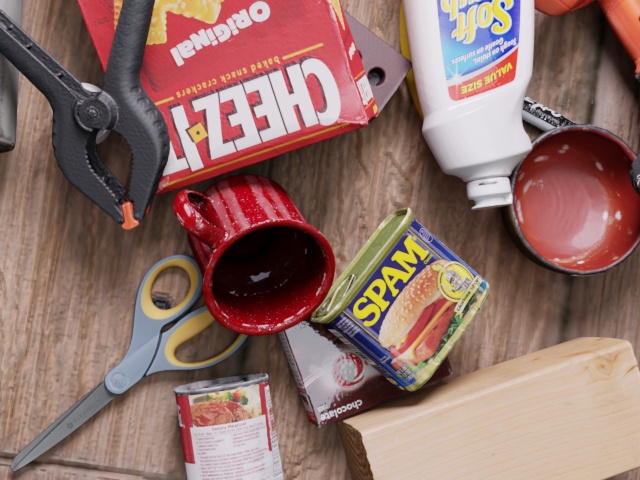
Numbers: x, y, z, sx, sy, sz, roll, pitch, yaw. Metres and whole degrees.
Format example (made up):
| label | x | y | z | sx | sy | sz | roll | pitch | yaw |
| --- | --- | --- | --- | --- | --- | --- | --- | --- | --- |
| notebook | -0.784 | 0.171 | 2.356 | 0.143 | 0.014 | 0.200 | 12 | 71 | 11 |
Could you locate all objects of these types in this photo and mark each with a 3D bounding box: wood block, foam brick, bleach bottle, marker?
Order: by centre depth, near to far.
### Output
| label | x | y | z | sx | sy | sz | roll | pitch | yaw |
| --- | --- | --- | --- | --- | --- | --- | --- | --- | --- |
| bleach bottle | 0.113 | -0.149 | 0.763 | 0.102 | 0.068 | 0.251 | -7 | 87 | -11 |
| wood block | 0.127 | 0.144 | 0.778 | 0.206 | 0.090 | 0.091 | -17 | 90 | -11 |
| foam brick | 0.019 | -0.130 | 0.794 | 0.078 | 0.051 | 0.053 | 35 | 82 | -6 |
| marker | 0.168 | -0.098 | 0.833 | 0.121 | 0.020 | 0.020 | 27 | 83 | -7 |

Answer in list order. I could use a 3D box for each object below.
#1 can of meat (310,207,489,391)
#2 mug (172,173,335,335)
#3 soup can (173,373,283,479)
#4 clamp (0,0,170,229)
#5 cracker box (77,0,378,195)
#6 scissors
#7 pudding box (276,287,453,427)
| label | x | y | z | sx | sy | sz | roll | pitch | yaw |
| --- | --- | --- | --- | --- | --- | --- | --- | --- | --- |
| can of meat | 0.058 | 0.043 | 0.750 | 0.084 | 0.057 | 0.102 | 40 | 78 | -9 |
| mug | -0.055 | 0.001 | 0.740 | 0.117 | 0.081 | 0.093 | 29 | 107 | -34 |
| soup can | -0.063 | 0.150 | 0.757 | 0.068 | 0.068 | 0.102 | -8 | 89 | -10 |
| clamp | -0.137 | -0.094 | 0.698 | 0.120 | 0.039 | 0.171 | -18 | 108 | 19 |
| cracker box | -0.073 | -0.157 | 0.726 | 0.164 | 0.072 | 0.213 | -17 | 100 | 13 |
| scissors | -0.148 | 0.080 | 0.773 | 0.201 | 0.016 | 0.096 | -24 | 89 | -10 |
| pudding box | 0.031 | 0.076 | 0.791 | 0.113 | 0.039 | 0.090 | -20 | 90 | -10 |
